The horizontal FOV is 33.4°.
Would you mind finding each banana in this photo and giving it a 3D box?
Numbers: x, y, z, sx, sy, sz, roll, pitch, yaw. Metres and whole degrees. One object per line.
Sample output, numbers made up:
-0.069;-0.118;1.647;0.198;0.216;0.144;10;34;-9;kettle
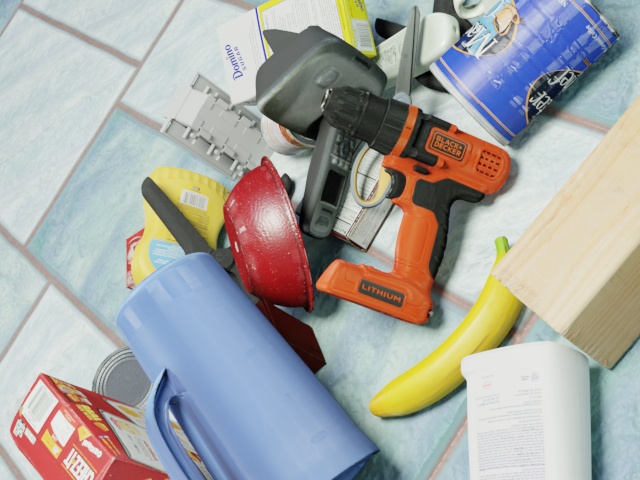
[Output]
0.119;0.089;0.928;0.198;0.037;0.070;-51;24;4;banana

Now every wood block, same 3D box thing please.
0.244;-0.015;0.829;0.206;0.090;0.090;-51;43;6;wood block

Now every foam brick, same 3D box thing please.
-0.042;0.103;1.036;0.051;0.078;0.053;-40;44;16;foam brick

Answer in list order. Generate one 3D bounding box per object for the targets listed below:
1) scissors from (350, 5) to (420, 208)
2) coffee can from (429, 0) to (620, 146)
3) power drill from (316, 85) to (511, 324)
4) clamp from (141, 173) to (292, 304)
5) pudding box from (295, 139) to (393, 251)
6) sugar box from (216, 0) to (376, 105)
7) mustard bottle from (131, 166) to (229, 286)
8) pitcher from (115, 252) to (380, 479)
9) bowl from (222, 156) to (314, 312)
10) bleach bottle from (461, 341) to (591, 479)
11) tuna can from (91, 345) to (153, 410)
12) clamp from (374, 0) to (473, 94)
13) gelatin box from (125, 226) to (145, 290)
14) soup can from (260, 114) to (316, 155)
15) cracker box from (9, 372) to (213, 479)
0.094;-0.119;1.037;0.096;0.016;0.202;24;90;4;scissors
0.185;-0.170;0.972;0.140;0.102;0.103;-44;43;14;coffee can
0.063;-0.031;0.963;0.057;0.184;0.187;174;118;-82;power drill
-0.117;0.019;1.139;0.164;0.036;0.210;4;69;-3;clamp
0.036;-0.055;1.090;0.090;0.039;0.113;28;88;47;pudding box
-0.029;-0.212;1.137;0.177;0.048;0.093;-15;84;41;sugar box
-0.159;0.017;1.186;0.058;0.096;0.191;-34;44;52;mustard bottle
-0.077;0.134;0.921;0.145;0.149;0.243;-38;75;-2;pitcher
-0.057;0.001;1.050;0.055;0.162;0.162;-16;45;-10;bowl
0.153;0.207;0.801;0.103;0.068;0.251;-20;56;45;bleach bottle
-0.205;0.160;1.169;0.086;0.033;0.086;-9;62;18;tuna can
0.113;-0.209;1.113;0.120;0.039;0.171;-39;46;39;clamp
-0.193;0.013;1.270;0.089;0.030;0.073;-30;48;27;gelatin box
-0.020;-0.128;1.139;0.068;0.068;0.102;-65;15;-9;soup can
-0.157;0.213;0.975;0.164;0.213;0.072;30;89;49;cracker box
